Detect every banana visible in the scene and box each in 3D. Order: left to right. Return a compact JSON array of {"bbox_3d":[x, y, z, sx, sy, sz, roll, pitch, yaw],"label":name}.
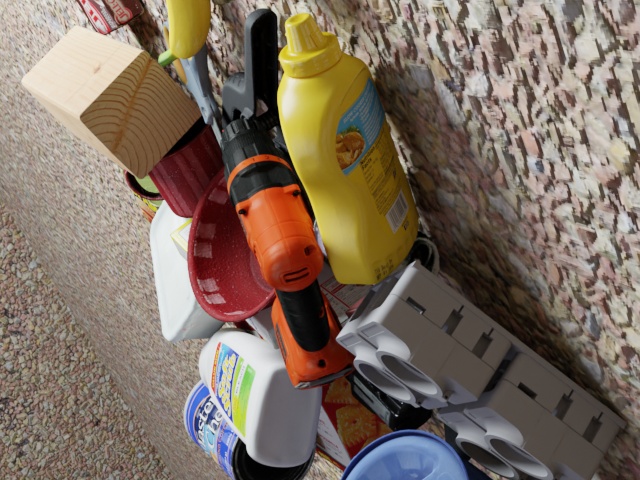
[{"bbox_3d":[-0.128,-0.225,0.876,0.070,0.037,0.198,3,128,18],"label":"banana"}]

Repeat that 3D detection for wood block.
[{"bbox_3d":[-0.216,-0.145,1.075,0.090,0.091,0.206,47,171,-33],"label":"wood block"}]

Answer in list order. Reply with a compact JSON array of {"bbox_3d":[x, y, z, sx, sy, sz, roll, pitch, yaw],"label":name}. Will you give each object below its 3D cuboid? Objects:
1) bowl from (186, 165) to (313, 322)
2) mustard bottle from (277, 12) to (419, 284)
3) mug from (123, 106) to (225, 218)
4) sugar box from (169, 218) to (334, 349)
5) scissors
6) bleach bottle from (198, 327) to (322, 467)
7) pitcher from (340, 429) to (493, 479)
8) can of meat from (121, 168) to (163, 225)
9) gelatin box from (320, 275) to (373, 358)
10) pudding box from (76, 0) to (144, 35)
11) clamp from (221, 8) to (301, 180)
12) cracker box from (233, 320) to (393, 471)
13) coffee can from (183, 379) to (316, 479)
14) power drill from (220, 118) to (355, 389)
[{"bbox_3d":[-0.057,0.001,1.007,0.055,0.162,0.162,15,-167,-42],"label":"bowl"},{"bbox_3d":[0.015,-0.069,0.741,0.058,0.096,0.191,1,129,30],"label":"mustard bottle"},{"bbox_3d":[-0.144,-0.073,1.089,0.093,0.117,0.081,-87,-27,-54],"label":"mug"},{"bbox_3d":[-0.065,0.025,1.084,0.176,0.093,0.048,43,163,33],"label":"sugar box"},{"bbox_3d":[-0.099,-0.133,0.954,0.202,0.016,0.096,62,157,27],"label":"scissors"},{"bbox_3d":[-0.077,0.151,1.108,0.251,0.068,0.102,-167,87,-67],"label":"bleach bottle"},{"bbox_3d":[0.133,0.255,0.860,0.242,0.145,0.149,36,-172,-40],"label":"pitcher"},{"bbox_3d":[-0.189,-0.050,1.313,0.102,0.057,0.084,39,158,37],"label":"can of meat"},{"bbox_3d":[0.025,0.070,0.975,0.089,0.073,0.030,36,153,44],"label":"gelatin box"},{"bbox_3d":[-0.231,-0.265,1.078,0.113,0.039,0.090,61,161,-15],"label":"pudding box"},{"bbox_3d":[-0.040,-0.093,0.907,0.164,0.036,0.210,64,162,-2],"label":"clamp"},{"bbox_3d":[-0.004,0.153,1.185,0.164,0.072,0.213,17,137,62],"label":"cracker box"},{"bbox_3d":[-0.082,0.214,1.205,0.140,0.102,0.103,24,144,59],"label":"coffee can"},{"bbox_3d":[-0.029,0.014,0.853,0.184,0.057,0.187,-111,2,-47],"label":"power drill"}]
